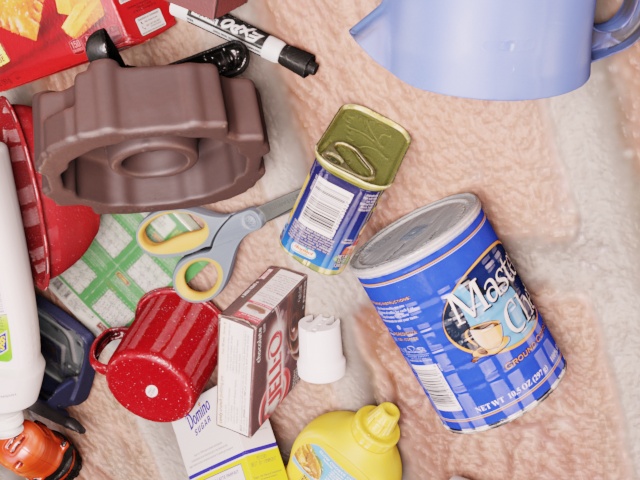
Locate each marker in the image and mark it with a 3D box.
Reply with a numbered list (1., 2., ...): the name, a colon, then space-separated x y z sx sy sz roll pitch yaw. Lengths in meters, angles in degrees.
1. marker: -0.055 -0.151 0.784 0.121 0.020 0.020 27 125 12

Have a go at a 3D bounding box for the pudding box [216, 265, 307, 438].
1. pudding box: -0.048 0.090 0.869 0.039 0.089 0.113 14 122 20

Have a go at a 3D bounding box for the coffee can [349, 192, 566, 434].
1. coffee can: 0.099 0.051 0.765 0.103 0.102 0.140 -22 105 34

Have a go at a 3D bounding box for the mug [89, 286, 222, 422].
1. mug: -0.143 0.099 0.917 0.117 0.081 0.093 8 128 14

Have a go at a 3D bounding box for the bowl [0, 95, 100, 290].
1. bowl: -0.221 -0.043 0.879 0.162 0.055 0.162 45 142 51

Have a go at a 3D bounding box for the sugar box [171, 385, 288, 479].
1. sugar box: -0.069 0.216 0.929 0.094 0.048 0.176 -32 69 44

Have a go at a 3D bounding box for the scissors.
1. scissors: -0.056 0.001 0.860 0.202 0.016 0.096 -6 112 22

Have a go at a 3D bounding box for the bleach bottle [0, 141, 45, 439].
1. bleach bottle: -0.287 0.047 0.879 0.102 0.068 0.251 -2 110 7

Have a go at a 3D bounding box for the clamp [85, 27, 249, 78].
1. clamp: -0.145 -0.114 0.795 0.172 0.120 0.039 -26 63 47

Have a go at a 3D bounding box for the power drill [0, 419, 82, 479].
1. power drill: -0.319 0.169 1.034 0.188 0.057 0.184 32 163 11

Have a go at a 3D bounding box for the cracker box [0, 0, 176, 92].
1. cracker box: -0.226 -0.230 0.795 0.164 0.072 0.213 -11 110 31

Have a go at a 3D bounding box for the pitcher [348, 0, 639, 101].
1. pitcher: 0.114 -0.210 0.606 0.145 0.149 0.243 22 123 32

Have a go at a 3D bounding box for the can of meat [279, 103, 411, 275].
1. can of meat: 0.016 -0.036 0.755 0.057 0.102 0.084 27 123 1

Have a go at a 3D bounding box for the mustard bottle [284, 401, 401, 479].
1. mustard bottle: 0.015 0.202 0.918 0.096 0.058 0.192 40 127 10
